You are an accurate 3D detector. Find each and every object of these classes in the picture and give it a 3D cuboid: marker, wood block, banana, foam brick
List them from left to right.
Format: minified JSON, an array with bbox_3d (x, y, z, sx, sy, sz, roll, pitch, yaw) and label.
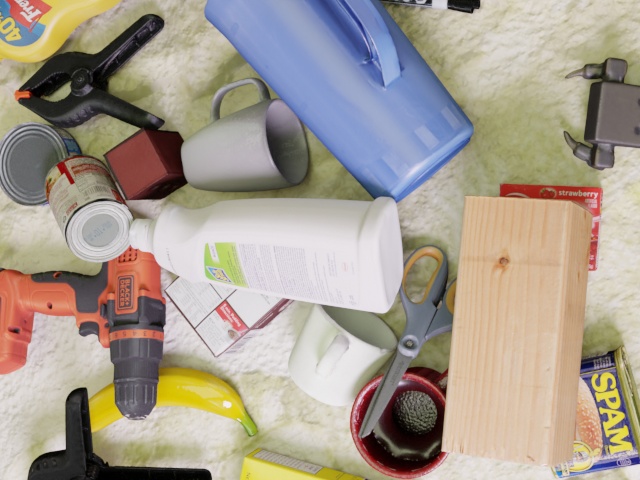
[{"bbox_3d":[-0.161,-0.072,1.026,0.053,0.078,0.051,-31,84,17],"label":"foam brick"},{"bbox_3d":[-0.159,0.160,1.052,0.198,0.037,0.069,-2,88,18],"label":"banana"},{"bbox_3d":[0.086,-0.223,0.974,0.121,0.020,0.020,11,95,17],"label":"marker"},{"bbox_3d":[0.163,0.073,0.873,0.091,0.090,0.206,4,86,25],"label":"wood block"}]

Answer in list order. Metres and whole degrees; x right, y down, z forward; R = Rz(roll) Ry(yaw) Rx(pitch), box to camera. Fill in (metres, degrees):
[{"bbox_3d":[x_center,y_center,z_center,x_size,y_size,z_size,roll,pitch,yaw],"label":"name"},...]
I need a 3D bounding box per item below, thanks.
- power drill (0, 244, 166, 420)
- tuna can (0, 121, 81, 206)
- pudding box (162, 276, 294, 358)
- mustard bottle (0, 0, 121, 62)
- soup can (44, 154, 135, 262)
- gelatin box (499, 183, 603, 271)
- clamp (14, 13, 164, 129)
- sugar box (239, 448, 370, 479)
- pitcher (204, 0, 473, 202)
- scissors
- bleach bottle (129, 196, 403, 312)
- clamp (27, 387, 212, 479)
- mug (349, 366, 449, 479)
[{"bbox_3d":[-0.241,0.089,1.051,0.188,0.057,0.184,-6,72,16],"label":"power drill"},{"bbox_3d":[-0.286,-0.077,1.088,0.086,0.033,0.086,0,91,18],"label":"tuna can"},{"bbox_3d":[-0.082,0.045,1.024,0.113,0.039,0.090,-42,77,12],"label":"pudding box"},{"bbox_3d":[-0.286,-0.236,1.072,0.192,0.058,0.096,-34,80,16],"label":"mustard bottle"},{"bbox_3d":[-0.222,-0.032,1.026,0.068,0.068,0.102,-55,36,11],"label":"soup can"},{"bbox_3d":[0.200,-0.012,0.937,0.089,0.030,0.073,4,92,17],"label":"gelatin box"},{"bbox_3d":[-0.224,-0.146,1.059,0.172,0.039,0.120,-18,64,20],"label":"clamp"},{"bbox_3d":[0.007,0.264,0.997,0.176,0.048,0.093,12,95,18],"label":"sugar box"},{"bbox_3d":[0.022,-0.155,0.929,0.145,0.149,0.243,-42,85,26],"label":"pitcher"},{"bbox_3d":[0.097,0.089,0.919,0.096,0.016,0.201,10,54,5],"label":"scissors"},{"bbox_3d":[-0.056,0.001,0.948,0.251,0.068,0.102,7,132,20],"label":"bleach bottle"},{"bbox_3d":[-0.230,0.222,1.040,0.210,0.036,0.164,-28,118,32],"label":"clamp"},{"bbox_3d":[0.089,0.148,0.949,0.093,0.081,0.117,42,103,12],"label":"mug"}]
